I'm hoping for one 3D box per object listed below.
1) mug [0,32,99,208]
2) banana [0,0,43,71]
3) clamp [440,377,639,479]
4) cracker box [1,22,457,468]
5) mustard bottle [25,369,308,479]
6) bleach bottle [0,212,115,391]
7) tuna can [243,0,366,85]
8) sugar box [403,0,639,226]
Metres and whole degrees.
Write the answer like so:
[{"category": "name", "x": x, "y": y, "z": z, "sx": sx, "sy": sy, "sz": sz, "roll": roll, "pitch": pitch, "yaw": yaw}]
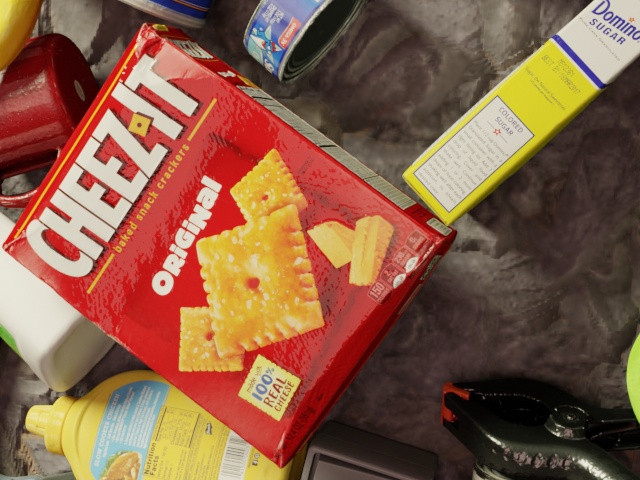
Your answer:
[{"category": "mug", "x": -0.192, "y": -0.076, "z": 0.694, "sx": 0.081, "sy": 0.093, "sz": 0.117, "roll": -15, "pitch": 64, "yaw": 10}, {"category": "banana", "x": -0.203, "y": -0.182, "z": 0.670, "sx": 0.070, "sy": 0.037, "sz": 0.198, "roll": -12, "pitch": 64, "yaw": 13}, {"category": "clamp", "x": 0.152, "y": 0.126, "z": 0.638, "sx": 0.172, "sy": 0.120, "sz": 0.039, "roll": 7, "pitch": 113, "yaw": 16}, {"category": "cracker box", "x": -0.054, "y": 0.001, "z": 0.625, "sx": 0.214, "sy": 0.072, "sz": 0.164, "roll": 37, "pitch": 101, "yaw": 7}, {"category": "mustard bottle", "x": -0.108, "y": 0.138, "z": 0.718, "sx": 0.192, "sy": 0.058, "sz": 0.096, "roll": 9, "pitch": 71, "yaw": 12}, {"category": "bleach bottle", "x": -0.250, "y": -0.007, "z": 0.728, "sx": 0.251, "sy": 0.102, "sz": 0.068, "roll": 39, "pitch": 70, "yaw": 12}, {"category": "tuna can", "x": -0.007, "y": -0.138, "z": 0.648, "sx": 0.034, "sy": 0.086, "sz": 0.086, "roll": 42, "pitch": 105, "yaw": 6}, {"category": "sugar box", "x": 0.130, "y": -0.085, "z": 0.620, "sx": 0.176, "sy": 0.093, "sz": 0.048, "roll": -41, "pitch": 88, "yaw": 16}]
